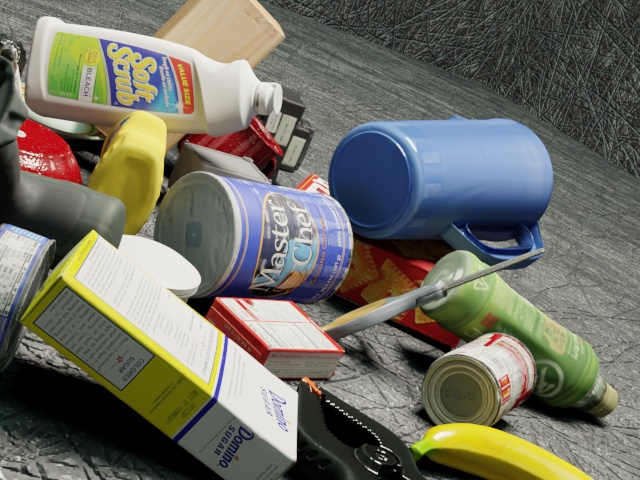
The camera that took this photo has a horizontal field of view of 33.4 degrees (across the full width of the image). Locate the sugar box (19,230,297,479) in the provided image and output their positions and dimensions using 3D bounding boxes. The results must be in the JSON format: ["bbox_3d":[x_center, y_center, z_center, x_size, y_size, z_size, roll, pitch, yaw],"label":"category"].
[{"bbox_3d":[-0.092,0.074,0.652,0.176,0.048,0.093,43,13,-12],"label":"sugar box"}]

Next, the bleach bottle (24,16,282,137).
[{"bbox_3d":[-0.160,-0.158,1.045,0.251,0.102,0.068,7,-6,13],"label":"bleach bottle"}]

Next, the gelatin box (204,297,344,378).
[{"bbox_3d":[-0.037,0.077,0.832,0.089,0.030,0.073,7,26,-47],"label":"gelatin box"}]

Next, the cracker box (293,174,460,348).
[{"bbox_3d":[0.059,0.014,1.089,0.214,0.072,0.164,25,16,4],"label":"cracker box"}]

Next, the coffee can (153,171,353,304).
[{"bbox_3d":[-0.056,0.001,0.909,0.140,0.103,0.103,7,24,-47],"label":"coffee can"}]

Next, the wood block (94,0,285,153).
[{"bbox_3d":[-0.144,-0.183,1.136,0.090,0.206,0.091,44,10,-20],"label":"wood block"}]

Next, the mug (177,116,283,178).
[{"bbox_3d":[-0.095,-0.096,1.168,0.117,0.081,0.093,40,12,-50],"label":"mug"}]

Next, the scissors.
[{"bbox_3d":[0.087,0.046,0.914,0.096,0.201,0.016,166,-98,-86],"label":"scissors"}]

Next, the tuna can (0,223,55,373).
[{"bbox_3d":[-0.191,0.034,0.642,0.033,0.086,0.086,21,17,-8],"label":"tuna can"}]

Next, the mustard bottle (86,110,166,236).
[{"bbox_3d":[-0.172,-0.066,0.961,0.058,0.096,0.191,22,16,-12],"label":"mustard bottle"}]

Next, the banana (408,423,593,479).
[{"bbox_3d":[0.152,0.179,0.786,0.197,0.037,0.069,23,34,-4],"label":"banana"}]

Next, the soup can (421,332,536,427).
[{"bbox_3d":[0.132,0.118,0.881,0.069,0.068,0.102,31,18,21],"label":"soup can"}]

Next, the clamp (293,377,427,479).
[{"bbox_3d":[0.028,0.153,0.674,0.164,0.036,0.210,10,20,-42],"label":"clamp"}]

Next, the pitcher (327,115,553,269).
[{"bbox_3d":[0.124,-0.051,1.055,0.149,0.145,0.242,15,12,37],"label":"pitcher"}]
